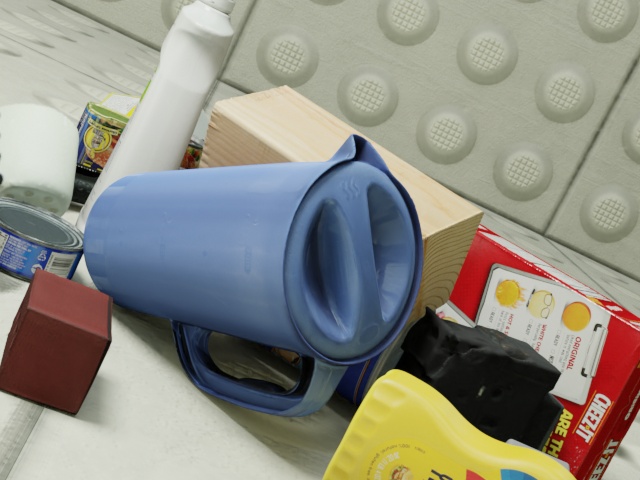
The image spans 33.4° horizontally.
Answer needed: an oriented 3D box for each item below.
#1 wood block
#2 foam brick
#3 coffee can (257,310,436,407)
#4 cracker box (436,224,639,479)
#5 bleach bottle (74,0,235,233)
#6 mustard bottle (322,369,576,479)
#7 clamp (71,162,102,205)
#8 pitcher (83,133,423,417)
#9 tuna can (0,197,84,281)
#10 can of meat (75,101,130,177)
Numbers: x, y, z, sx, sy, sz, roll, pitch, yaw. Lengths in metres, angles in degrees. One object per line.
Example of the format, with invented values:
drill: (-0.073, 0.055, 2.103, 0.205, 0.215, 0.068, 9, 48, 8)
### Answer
wood block: (0.008, -0.028, 0.828, 0.206, 0.091, 0.090, 36, 36, 27)
foam brick: (-0.157, 0.059, 0.635, 0.051, 0.053, 0.078, 23, 10, -16)
coffee can: (0.009, 0.063, 0.873, 0.140, 0.103, 0.102, 30, 11, 19)
cracker box: (0.167, 0.100, 0.911, 0.214, 0.164, 0.072, 34, 15, 37)
bleach bottle: (-0.137, -0.106, 0.935, 0.068, 0.251, 0.102, 23, 11, -15)
mustard bottle: (0.099, 0.163, 0.628, 0.192, 0.096, 0.058, 29, 11, 14)
clamp: (-0.264, -0.065, 1.020, 0.120, 0.039, 0.171, 35, 10, 19)
pitcher: (-0.061, 0.018, 0.752, 0.243, 0.145, 0.149, 4, 37, 44)
tuna can: (-0.223, 0.000, 0.811, 0.086, 0.034, 0.086, 25, 11, -5)
can of meat: (-0.214, -0.087, 1.117, 0.102, 0.084, 0.057, 22, 11, -24)
